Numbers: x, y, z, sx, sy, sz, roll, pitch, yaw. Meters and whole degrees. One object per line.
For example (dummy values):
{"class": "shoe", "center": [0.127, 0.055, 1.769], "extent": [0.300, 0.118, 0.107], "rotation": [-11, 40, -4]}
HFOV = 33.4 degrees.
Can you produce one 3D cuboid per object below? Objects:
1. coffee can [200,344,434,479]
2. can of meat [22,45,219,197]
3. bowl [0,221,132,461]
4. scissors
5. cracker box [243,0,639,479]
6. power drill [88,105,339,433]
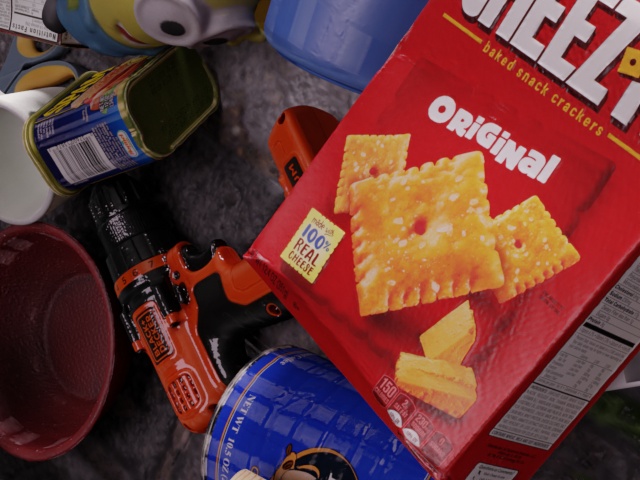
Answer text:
{"class": "coffee can", "center": [0.022, 0.125, 0.565], "extent": [0.141, 0.102, 0.103], "rotation": [18, 99, 34]}
{"class": "can of meat", "center": [-0.123, -0.079, 0.674], "extent": [0.084, 0.102, 0.057], "rotation": [-15, 115, 31]}
{"class": "bowl", "center": [-0.182, 0.068, 0.739], "extent": [0.162, 0.055, 0.162], "rotation": [-1, 88, 35]}
{"class": "scissors", "center": [-0.246, -0.129, 0.812], "extent": [0.202, 0.016, 0.096], "rotation": [4, 90, 35]}
{"class": "cracker box", "center": [0.082, -0.021, 0.471], "extent": [0.214, 0.072, 0.164], "rotation": [-54, 49, 14]}
{"class": "power drill", "center": [-0.054, 0.001, 0.651], "extent": [0.188, 0.057, 0.184], "rotation": [-38, 72, 32]}
